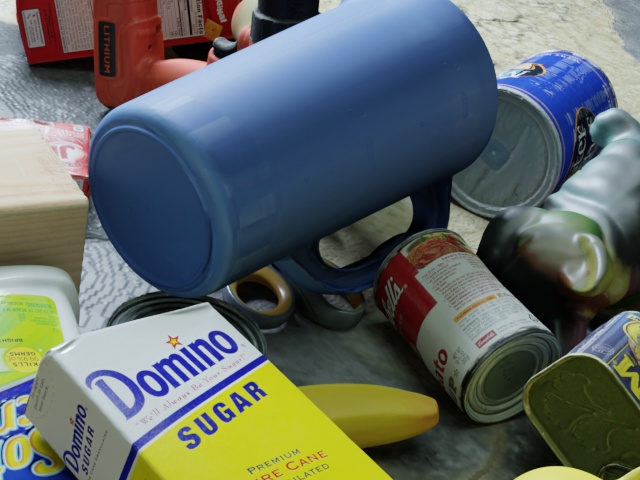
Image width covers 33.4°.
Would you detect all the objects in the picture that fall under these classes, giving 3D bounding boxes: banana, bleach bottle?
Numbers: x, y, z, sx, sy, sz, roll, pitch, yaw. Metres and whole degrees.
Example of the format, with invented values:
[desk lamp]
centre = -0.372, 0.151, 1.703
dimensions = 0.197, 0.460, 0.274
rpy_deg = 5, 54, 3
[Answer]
[banana]
centre = -0.026, 0.102, 0.515
dimensions = 0.070, 0.037, 0.197
rpy_deg = 27, 27, 36
[bleach bottle]
centre = -0.123, 0.110, 0.443
dimensions = 0.102, 0.068, 0.251
rpy_deg = -3, 37, -28

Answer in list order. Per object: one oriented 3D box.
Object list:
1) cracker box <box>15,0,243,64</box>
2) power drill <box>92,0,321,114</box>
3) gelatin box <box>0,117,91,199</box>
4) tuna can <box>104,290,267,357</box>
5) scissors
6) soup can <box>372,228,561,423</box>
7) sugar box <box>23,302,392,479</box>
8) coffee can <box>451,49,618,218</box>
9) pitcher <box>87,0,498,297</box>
[cracker box]
centre = -0.157, -0.230, 0.935
dimensions = 0.213, 0.072, 0.164
rpy_deg = -10, 35, -9
[power drill]
centre = -0.081, -0.142, 0.775
dimensions = 0.188, 0.184, 0.057
rpy_deg = 20, 29, 29
[gelatin box]
centre = -0.198, -0.053, 0.710
dimensions = 0.089, 0.030, 0.073
rpy_deg = 5, 32, -15
[tuna can]
centre = -0.073, 0.064, 0.565
dimensions = 0.086, 0.034, 0.086
rpy_deg = 10, 31, -6
[scissors]
centre = -0.055, 0.001, 0.695
dimensions = 0.096, 0.016, 0.202
rpy_deg = -16, 42, -41
[soup can]
centre = 0.084, 0.049, 0.623
dimensions = 0.068, 0.068, 0.102
rpy_deg = -5, 36, -29
[sugar box]
centre = -0.029, 0.098, 0.421
dimensions = 0.176, 0.048, 0.093
rpy_deg = 42, 33, 27
[coffee can]
centre = 0.164, -0.087, 0.845
dimensions = 0.103, 0.103, 0.140
rpy_deg = 28, 33, 22
[pitcher]
centre = -0.009, -0.051, 0.627
dimensions = 0.149, 0.145, 0.242
rpy_deg = 42, 45, 18
